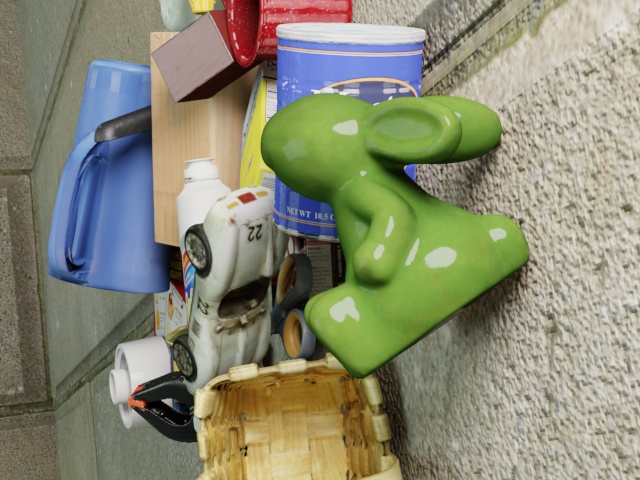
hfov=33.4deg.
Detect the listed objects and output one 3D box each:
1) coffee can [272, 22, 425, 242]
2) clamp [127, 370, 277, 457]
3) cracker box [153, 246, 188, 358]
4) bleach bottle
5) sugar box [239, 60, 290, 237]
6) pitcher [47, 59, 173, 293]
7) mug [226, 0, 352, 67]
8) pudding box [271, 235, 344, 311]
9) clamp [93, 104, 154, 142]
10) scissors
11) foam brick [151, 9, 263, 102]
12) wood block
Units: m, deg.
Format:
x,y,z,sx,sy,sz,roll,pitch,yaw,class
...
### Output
x,y,z,sx,sy,sz,roll,pitch,yaw,class
0.019,-0.079,0.751,0.103,0.102,0.140,-145,54,-64,coffee can
-0.112,0.186,1.095,0.039,0.172,0.120,-41,-47,-66,clamp
-0.145,0.088,1.245,0.164,0.072,0.214,-152,61,-65,cracker box
-0.094,0.051,0.973,0.103,0.068,0.251,178,84,-73,bleach bottle
-0.043,-0.077,0.922,0.176,0.048,0.093,-97,20,-50,sugar box
-0.216,-0.068,1.145,0.149,0.144,0.243,-157,75,-68,pitcher
-0.023,-0.199,0.867,0.093,0.081,0.117,-119,32,-47,mug
-0.014,0.018,0.940,0.114,0.039,0.090,176,90,-69,pudding box
-0.144,-0.131,1.097,0.036,0.164,0.210,5,63,35,clamp
-0.034,0.085,0.925,0.202,0.016,0.096,112,151,-54,scissors
-0.098,-0.162,0.938,0.078,0.052,0.051,-28,86,32,foam brick
-0.105,-0.100,1.046,0.091,0.090,0.206,10,104,39,wood block
